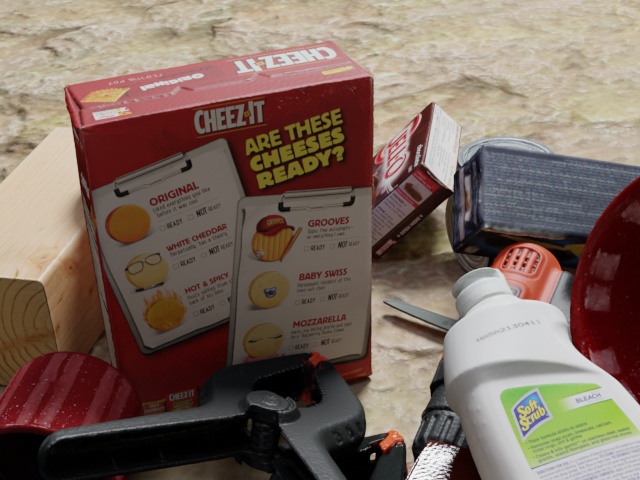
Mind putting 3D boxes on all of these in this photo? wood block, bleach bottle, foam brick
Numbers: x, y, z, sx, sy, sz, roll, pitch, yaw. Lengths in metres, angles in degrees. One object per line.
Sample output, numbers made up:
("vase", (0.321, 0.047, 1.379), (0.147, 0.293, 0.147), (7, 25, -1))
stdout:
("wood block", (-0.186, 0.005, 0.762), (0.091, 0.090, 0.206), (5, 33, 12))
("bleach bottle", (0.132, 0.115, 0.509), (0.102, 0.068, 0.251), (-12, 53, -14))
("foam brick", (0.066, 0.150, 0.546), (0.053, 0.051, 0.078), (12, 34, 23))

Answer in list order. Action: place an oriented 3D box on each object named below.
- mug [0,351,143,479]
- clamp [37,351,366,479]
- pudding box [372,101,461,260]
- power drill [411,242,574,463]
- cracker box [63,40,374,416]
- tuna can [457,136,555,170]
("mug", (-0.155, 0.117, 0.586), (0.117, 0.093, 0.081), (-15, 25, 13))
("clamp", (-0.021, 0.105, 0.557), (0.165, 0.036, 0.209), (16, 15, 19))
("pudding box", (0.065, -0.048, 0.832), (0.039, 0.090, 0.113), (37, 31, -15))
("power drill", (0.161, 0.084, 0.618), (0.188, 0.057, 0.184), (12, 49, 23))
("cracker box", (-0.054, 0.001, 0.640), (0.164, 0.214, 0.072), (-13, 33, -16))
("tuna can", (0.155, -0.054, 0.888), (0.086, 0.034, 0.086), (-2, 32, 1))
